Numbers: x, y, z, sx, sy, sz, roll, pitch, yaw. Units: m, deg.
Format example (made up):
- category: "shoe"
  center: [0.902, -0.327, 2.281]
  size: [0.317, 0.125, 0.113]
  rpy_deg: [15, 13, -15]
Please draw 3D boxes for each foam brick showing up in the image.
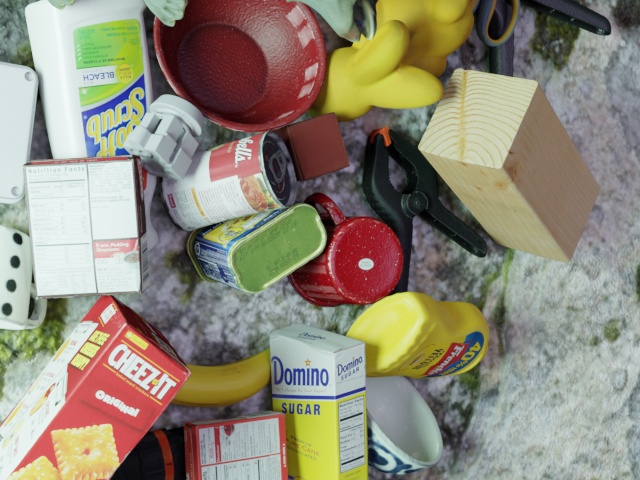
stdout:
- category: "foam brick"
  center: [-0.017, -0.084, 0.985]
  size: [0.051, 0.078, 0.053]
  rpy_deg: [-18, 98, -23]

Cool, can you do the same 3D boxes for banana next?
- category: "banana"
  center: [-0.120, 0.115, 0.960]
  size: [0.197, 0.037, 0.069]
  rpy_deg: [4, 66, -28]

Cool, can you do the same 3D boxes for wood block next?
- category: "wood block"
  center: [0.187, -0.067, 1.028]
  size: [0.205, 0.090, 0.091]
  rpy_deg: [41, 72, -51]

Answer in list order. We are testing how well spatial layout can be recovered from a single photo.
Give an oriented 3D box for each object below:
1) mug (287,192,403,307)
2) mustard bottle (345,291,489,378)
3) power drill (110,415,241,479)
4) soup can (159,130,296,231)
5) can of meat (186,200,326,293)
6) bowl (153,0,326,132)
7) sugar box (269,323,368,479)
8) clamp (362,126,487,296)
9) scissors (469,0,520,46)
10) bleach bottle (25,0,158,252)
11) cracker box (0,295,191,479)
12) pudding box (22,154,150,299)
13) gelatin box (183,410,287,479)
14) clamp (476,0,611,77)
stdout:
- category: "mug"
  center: [0.020, 0.008, 1.000]
  size: [0.093, 0.082, 0.117]
  rpy_deg: [-29, 102, -23]
- category: "mustard bottle"
  center: [0.109, 0.096, 1.030]
  size: [0.191, 0.096, 0.058]
  rpy_deg: [12, 41, -53]
- category: "power drill"
  center: [-0.121, 0.257, 0.944]
  size: [0.184, 0.057, 0.187]
  rpy_deg: [-8, 93, -26]
- category: "soup can"
  center: [-0.080, -0.050, 0.932]
  size: [0.068, 0.102, 0.068]
  rpy_deg: [-13, 90, -69]
- category: "can of meat"
  center: [-0.056, 0.001, 0.957]
  size: [0.102, 0.084, 0.057]
  rpy_deg: [-34, 113, -22]
- category: "bowl"
  center: [-0.078, -0.165, 0.957]
  size: [0.161, 0.055, 0.162]
  rpy_deg: [6, 74, -23]
- category: "sugar box"
  center: [-0.001, 0.170, 0.965]
  size: [0.048, 0.094, 0.176]
  rpy_deg: [-15, 106, -39]
- category: "clamp"
  center: [0.083, -0.026, 1.055]
  size: [0.120, 0.039, 0.171]
  rpy_deg: [-37, 99, -27]
- category: "scissors"
  center: [0.166, -0.297, 1.072]
  size: [0.096, 0.016, 0.202]
  rpy_deg: [3, 92, -12]
- category: "bleach bottle"
  center: [-0.180, -0.082, 0.914]
  size: [0.102, 0.068, 0.251]
  rpy_deg: [-17, 102, -39]
- category: "cracker box"
  center: [-0.198, 0.153, 0.826]
  size: [0.072, 0.164, 0.213]
  rpy_deg: [39, 84, -17]
- category: "pudding box"
  center: [-0.188, -0.011, 0.861]
  size: [0.090, 0.039, 0.113]
  rpy_deg: [-2, 98, 0]
- category: "gelatin box"
  center: [-0.073, 0.190, 0.926]
  size: [0.089, 0.030, 0.073]
  rpy_deg: [-3, 89, -30]
- category: "clamp"
  center: [0.207, -0.259, 1.114]
  size: [0.164, 0.036, 0.210]
  rpy_deg: [-31, 100, -17]
